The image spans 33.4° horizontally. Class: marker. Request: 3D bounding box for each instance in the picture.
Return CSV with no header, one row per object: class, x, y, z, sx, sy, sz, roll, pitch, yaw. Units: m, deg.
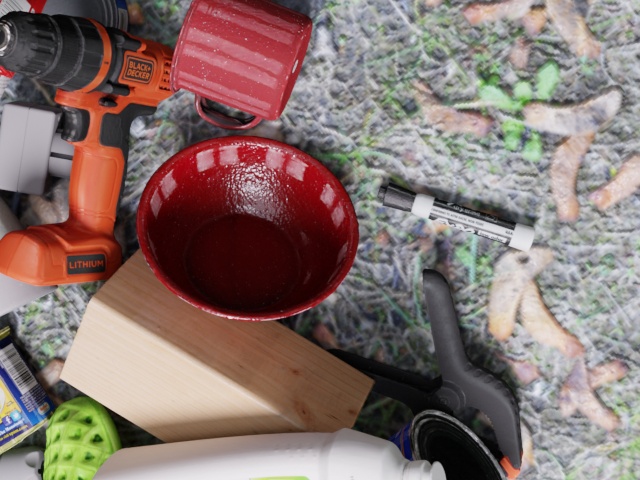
marker,0.101,-0.019,0.806,0.121,0.020,0.020,18,99,6

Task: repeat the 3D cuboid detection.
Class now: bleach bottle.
bleach bottle,-0.034,0.183,0.735,0.251,0.068,0.102,-10,109,25

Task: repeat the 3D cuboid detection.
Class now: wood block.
wood block,-0.076,0.103,0.800,0.206,0.090,0.091,30,124,3

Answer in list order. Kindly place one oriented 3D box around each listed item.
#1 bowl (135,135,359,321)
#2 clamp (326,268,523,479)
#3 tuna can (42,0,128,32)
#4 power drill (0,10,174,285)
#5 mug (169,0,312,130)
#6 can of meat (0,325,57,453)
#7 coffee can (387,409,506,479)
bowl,-0.055,0.001,0.790,0.162,0.055,0.162,5,56,-7
clamp,0.099,0.105,0.809,0.171,0.039,0.120,38,120,-1
tuna can,-0.192,-0.171,0.823,0.086,0.033,0.086,1,97,8
power drill,-0.178,-0.064,0.759,0.057,0.184,0.188,21,100,27
mug,-0.059,-0.129,0.787,0.081,0.093,0.117,21,129,0
can of meat,-0.275,0.132,0.862,0.102,0.057,0.084,-31,94,11
coffee can,0.056,0.205,0.782,0.103,0.102,0.140,46,116,1
